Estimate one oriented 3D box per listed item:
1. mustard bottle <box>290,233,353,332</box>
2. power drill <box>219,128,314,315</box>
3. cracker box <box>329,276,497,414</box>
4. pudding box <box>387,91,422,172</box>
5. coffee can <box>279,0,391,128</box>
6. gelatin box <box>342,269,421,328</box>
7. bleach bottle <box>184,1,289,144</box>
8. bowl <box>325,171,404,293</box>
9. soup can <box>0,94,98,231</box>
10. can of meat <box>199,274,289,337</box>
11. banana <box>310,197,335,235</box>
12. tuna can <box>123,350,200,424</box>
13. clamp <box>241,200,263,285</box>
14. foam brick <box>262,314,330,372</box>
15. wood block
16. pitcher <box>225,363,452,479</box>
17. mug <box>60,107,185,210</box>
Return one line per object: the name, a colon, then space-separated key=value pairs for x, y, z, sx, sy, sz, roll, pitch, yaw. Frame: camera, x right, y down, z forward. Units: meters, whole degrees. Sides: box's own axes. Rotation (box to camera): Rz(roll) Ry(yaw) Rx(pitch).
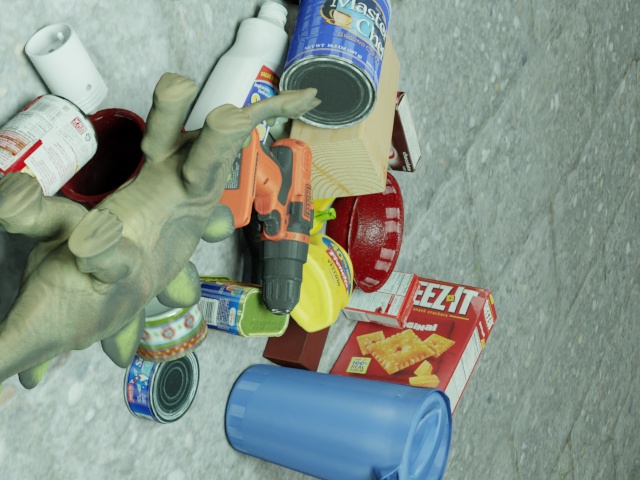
mustard bottle: x=0.000 y=0.041 z=1.252 sx=0.096 sy=0.058 sz=0.191 roll=66 pitch=13 yaw=-3
power drill: x=-0.059 y=-0.028 z=1.042 sx=0.187 sy=0.057 sz=0.184 roll=33 pitch=57 yaw=-68
cracker box: x=0.128 y=0.148 z=1.471 sx=0.213 sy=0.164 sz=0.072 roll=-58 pitch=145 yaw=-36
pudding box: x=0.075 y=-0.142 z=1.373 sx=0.039 sy=0.090 sz=0.113 roll=-61 pitch=146 yaw=-33
coffee can: x=0.018 y=-0.205 z=1.141 sx=0.102 sy=0.103 sz=0.140 roll=64 pitch=28 yaw=-46
gelatin box: x=0.083 y=0.077 z=1.447 sx=0.073 sy=0.089 sz=0.030 roll=-64 pitch=146 yaw=-29
bleach bottle: x=-0.088 y=-0.143 z=1.111 sx=0.102 sy=0.068 sz=0.250 roll=50 pitch=52 yaw=-56
bowl: x=0.053 y=-0.014 z=1.403 sx=0.161 sy=0.055 sz=0.162 roll=-24 pitch=118 yaw=-57
soup can: x=-0.235 y=-0.064 z=0.860 sx=0.102 sy=0.069 sz=0.068 roll=-54 pitch=141 yaw=-40
can of meat: x=-0.092 y=0.071 z=1.137 sx=0.101 sy=0.084 sz=0.057 roll=6 pitch=92 yaw=-61
banana: x=-0.002 y=-0.042 z=1.274 sx=0.197 sy=0.070 sz=0.037 roll=-73 pitch=146 yaw=-69
tuna can: x=-0.160 y=0.143 z=1.086 sx=0.086 sy=0.034 sz=0.086 roll=-24 pitch=118 yaw=-57
clamp: x=-0.058 y=0.002 z=1.228 sx=0.120 sy=0.039 sz=0.171 roll=-51 pitch=141 yaw=-69
foam brick: x=-0.026 y=0.116 z=1.299 sx=0.051 sy=0.053 sz=0.078 roll=43 pitch=60 yaw=-56
wood block: x=0.030 y=-0.157 z=1.232 sx=0.090 sy=0.090 sz=0.206 roll=62 pitch=29 yaw=-47
pitcher: x=0.024 y=0.209 z=1.216 sx=0.149 sy=0.243 sz=0.145 roll=42 pitch=61 yaw=-56
mug: x=-0.167 y=-0.065 z=0.949 sx=0.117 sy=0.093 sz=0.081 roll=-44 pitch=148 yaw=-5
